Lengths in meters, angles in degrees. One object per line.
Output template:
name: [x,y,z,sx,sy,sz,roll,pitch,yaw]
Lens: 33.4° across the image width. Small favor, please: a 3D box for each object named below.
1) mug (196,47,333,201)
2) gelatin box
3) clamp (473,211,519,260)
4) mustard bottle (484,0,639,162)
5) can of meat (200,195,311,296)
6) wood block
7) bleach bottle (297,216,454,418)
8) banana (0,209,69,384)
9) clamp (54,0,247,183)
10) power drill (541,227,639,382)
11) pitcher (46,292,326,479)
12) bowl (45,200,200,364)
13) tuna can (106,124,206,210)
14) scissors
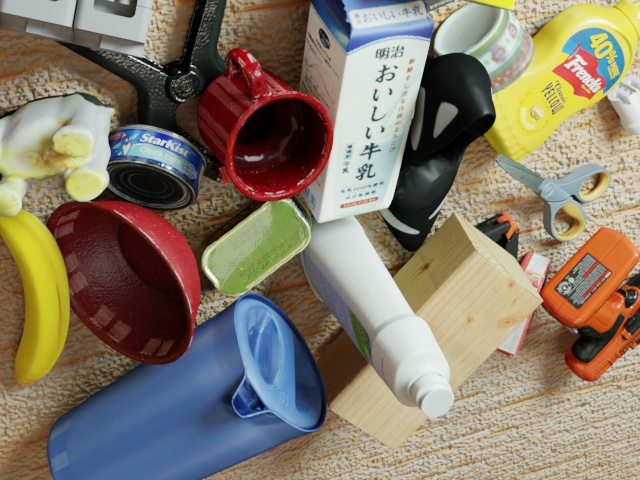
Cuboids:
mug: [-0.051,-0.099,0.848,0.093,0.082,0.117,-28,129,-13]
gelatin box: [0.208,0.066,1.103,0.030,0.073,0.089,20,118,14]
clamp: [0.152,0.051,1.091,0.120,0.039,0.172,32,108,-34]
mustard bottle: [0.228,-0.160,0.981,0.191,0.058,0.096,-37,128,2]
can of meat: [-0.056,0.001,0.938,0.102,0.084,0.057,-38,98,3]
wood block: [0.100,0.088,1.026,0.090,0.091,0.206,35,106,-22]
bleach bottle: [0.052,0.070,0.930,0.068,0.251,0.102,-26,126,-6]
banana: [-0.248,0.049,0.922,0.037,0.070,0.198,-42,139,-48]
clamp: [-0.124,-0.132,0.868,0.164,0.036,0.210,-20,125,-9]
power drill: [0.314,0.056,1.119,0.184,0.057,0.187,-49,144,1]
pitcher: [-0.122,0.155,0.972,0.243,0.145,0.149,-30,143,20]
bowl: [-0.156,0.025,0.906,0.055,0.162,0.162,-43,138,-43]
tuna can: [-0.139,-0.058,0.878,0.086,0.033,0.086,10,155,4]
scissors: [0.233,-0.063,1.039,0.096,0.016,0.201,-47,142,-2]
